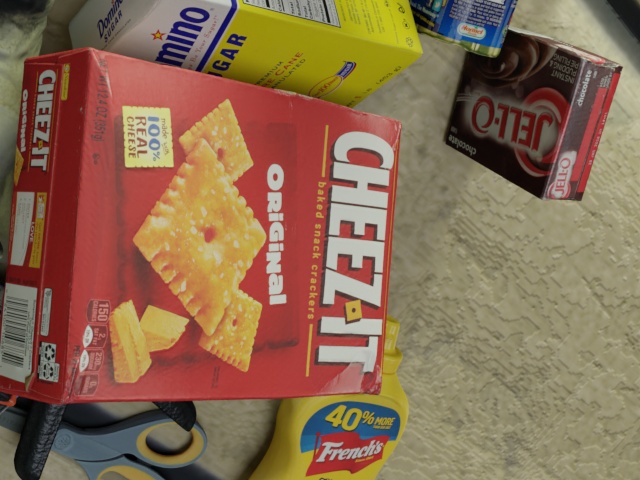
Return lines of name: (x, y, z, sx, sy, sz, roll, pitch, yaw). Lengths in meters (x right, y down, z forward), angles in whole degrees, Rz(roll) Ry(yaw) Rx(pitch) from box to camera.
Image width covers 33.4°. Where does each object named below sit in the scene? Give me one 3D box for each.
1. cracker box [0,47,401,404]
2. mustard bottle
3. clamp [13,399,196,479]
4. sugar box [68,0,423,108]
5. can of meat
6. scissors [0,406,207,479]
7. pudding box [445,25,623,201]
cracker box: (-0.054, 0.001, 0.564, 0.213, 0.072, 0.164, 6, 88, -43)
mustard bottle: (0.011, 0.140, 0.766, 0.096, 0.058, 0.192, 16, 105, -29)
clamp: (-0.139, 0.067, 0.677, 0.120, 0.039, 0.171, -10, 112, -29)
sugar box: (-0.038, -0.111, 0.591, 0.175, 0.048, 0.094, 1, 156, -40)
can of meat: (0.081, -0.164, 0.636, 0.057, 0.102, 0.084, 8, 111, -27)
scissors: (-0.154, 0.122, 0.712, 0.096, 0.016, 0.201, -43, 122, -3)
pudding box: (0.134, -0.085, 0.685, 0.039, 0.114, 0.090, 3, 111, -28)
